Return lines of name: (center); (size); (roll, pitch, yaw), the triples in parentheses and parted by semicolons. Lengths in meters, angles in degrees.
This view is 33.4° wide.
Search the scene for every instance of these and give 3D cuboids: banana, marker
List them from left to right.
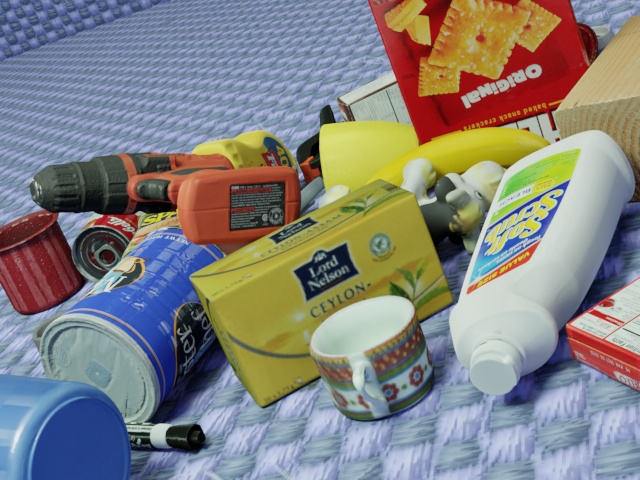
marker: (-0.131, 0.141, 0.776); (0.121, 0.020, 0.020); (-6, 27, 36)
banana: (0.116, -0.061, 0.925); (0.198, 0.069, 0.037); (-11, 32, 11)

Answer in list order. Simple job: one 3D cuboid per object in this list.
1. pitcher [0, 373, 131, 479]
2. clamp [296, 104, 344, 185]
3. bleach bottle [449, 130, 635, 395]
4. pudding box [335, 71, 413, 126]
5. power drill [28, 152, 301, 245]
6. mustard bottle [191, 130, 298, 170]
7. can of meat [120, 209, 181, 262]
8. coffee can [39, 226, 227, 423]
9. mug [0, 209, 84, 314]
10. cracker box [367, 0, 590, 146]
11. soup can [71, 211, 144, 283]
pitcher: (-0.247, 0.149, 0.745); (0.243, 0.145, 0.149); (-3, 41, 32)
clamp: (0.032, -0.118, 1.202); (0.120, 0.039, 0.171); (-15, 28, 29)
bleach bottle: (0.151, 0.016, 0.735); (0.103, 0.068, 0.250); (-23, 20, 32)
pudding box: (0.084, -0.127, 1.101); (0.113, 0.090, 0.039); (-26, 22, -9)
power drill: (-0.118, -0.039, 0.857); (0.184, 0.057, 0.188); (-8, 15, -34)
mustard bottle: (-0.066, -0.060, 1.069); (0.058, 0.096, 0.191); (-9, 8, 20)
can of meat: (-0.140, 0.004, 1.058); (0.102, 0.057, 0.084); (-16, 25, 15)
coffee can: (-0.138, 0.066, 0.845); (0.103, 0.103, 0.140); (-8, 25, 31)
mug: (-0.309, 0.023, 1.139); (0.093, 0.081, 0.117); (-33, 24, -26)
cracker box: (0.150, -0.160, 0.947); (0.164, 0.213, 0.072); (-15, 24, 18)
soup can: (-0.215, -0.005, 1.134); (0.068, 0.068, 0.102); (-16, 22, 15)
